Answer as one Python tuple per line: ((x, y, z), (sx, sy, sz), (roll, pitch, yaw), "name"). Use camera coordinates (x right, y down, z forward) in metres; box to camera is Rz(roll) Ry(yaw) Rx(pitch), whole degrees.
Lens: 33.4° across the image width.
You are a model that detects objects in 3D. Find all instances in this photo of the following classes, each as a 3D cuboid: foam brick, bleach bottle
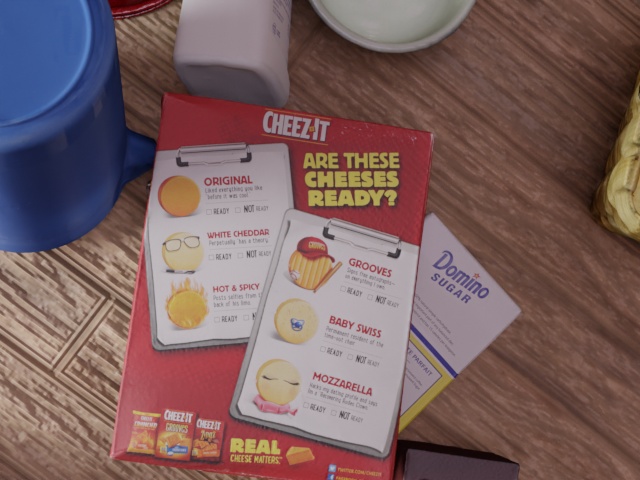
((0.084, 0.164, 0.705), (0.078, 0.051, 0.053), (8, 86, -8), "foam brick")
((-0.043, -0.218, 0.688), (0.068, 0.102, 0.251), (5, 80, 6), "bleach bottle")

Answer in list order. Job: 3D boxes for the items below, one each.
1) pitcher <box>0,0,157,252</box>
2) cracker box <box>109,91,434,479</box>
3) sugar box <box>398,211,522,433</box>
((-0.178, -0.074, 0.579), (0.149, 0.243, 0.145), (-42, 91, -14), "pitcher")
((-0.028, 0.033, 0.642), (0.164, 0.072, 0.213), (8, 83, -7), "cracker box")
((0.038, 0.073, 0.706), (0.176, 0.048, 0.093), (-42, 93, -11), "sugar box")
